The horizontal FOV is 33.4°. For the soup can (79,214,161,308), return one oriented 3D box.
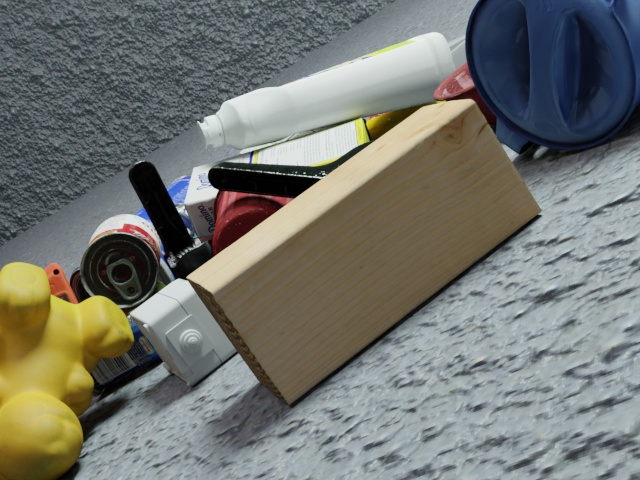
[{"bbox_3d":[-0.180,0.017,0.972,0.068,0.068,0.102,-34,13,1],"label":"soup can"}]

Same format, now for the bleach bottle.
[{"bbox_3d":[0.002,-0.140,1.059,0.250,0.068,0.103,-18,8,-12],"label":"bleach bottle"}]

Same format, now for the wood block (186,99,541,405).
[{"bbox_3d":[0.026,0.003,0.701,0.206,0.091,0.090,-37,13,-11],"label":"wood block"}]

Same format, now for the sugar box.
[{"bbox_3d":[-0.037,-0.059,1.013,0.176,0.048,0.093,-18,25,9],"label":"sugar box"}]

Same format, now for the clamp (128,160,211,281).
[{"bbox_3d":[-0.124,0.005,0.948,0.039,0.120,0.171,-24,-25,-12],"label":"clamp"}]

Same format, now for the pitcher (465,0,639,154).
[{"bbox_3d":[0.223,-0.172,0.812,0.149,0.145,0.242,-1,30,47],"label":"pitcher"}]

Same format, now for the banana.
[{"bbox_3d":[0.066,-0.112,1.165,0.069,0.037,0.198,-5,-9,-45],"label":"banana"}]

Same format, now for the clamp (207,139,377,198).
[{"bbox_3d":[0.016,-0.042,0.867,0.209,0.036,0.165,-23,45,-15],"label":"clamp"}]

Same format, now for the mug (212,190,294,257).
[{"bbox_3d":[-0.056,0.001,0.943,0.081,0.093,0.117,-90,23,-65],"label":"mug"}]

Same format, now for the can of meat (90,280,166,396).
[{"bbox_3d":[-0.177,0.087,0.980,0.084,0.057,0.102,-28,14,12],"label":"can of meat"}]

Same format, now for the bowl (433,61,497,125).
[{"bbox_3d":[0.183,-0.150,0.956,0.162,0.055,0.162,-32,13,8],"label":"bowl"}]
